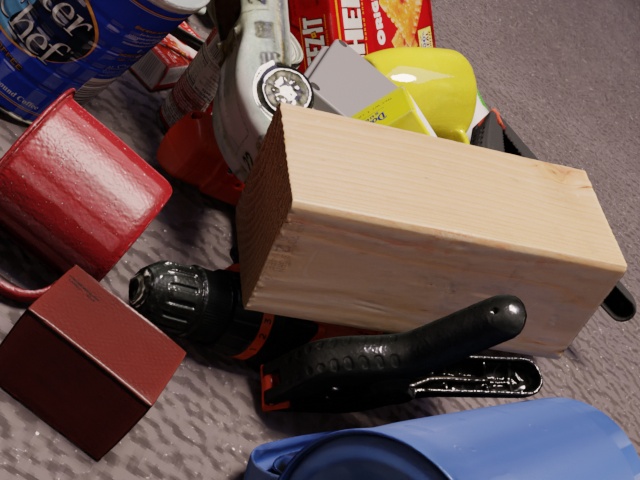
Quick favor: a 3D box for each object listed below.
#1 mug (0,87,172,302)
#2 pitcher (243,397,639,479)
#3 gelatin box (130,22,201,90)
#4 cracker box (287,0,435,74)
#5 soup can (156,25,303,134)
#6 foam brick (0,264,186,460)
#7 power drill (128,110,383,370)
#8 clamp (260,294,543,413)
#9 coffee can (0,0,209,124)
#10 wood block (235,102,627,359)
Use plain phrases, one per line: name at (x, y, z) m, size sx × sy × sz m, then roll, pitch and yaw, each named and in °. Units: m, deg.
mug at (-0.145, -0.016, 0.598) m, size 0.081 × 0.093 × 0.117 m, roll 41°, pitch 60°, yaw -10°
pitcher at (0.082, 0.151, 0.599) m, size 0.242 × 0.145 × 0.149 m, roll 0°, pitch 63°, yaw -54°
gelatin box at (-0.134, -0.163, 0.852) m, size 0.089 × 0.030 × 0.073 m, roll 47°, pitch 30°, yaw 11°
cracker box at (0.035, -0.224, 1.006) m, size 0.213 × 0.072 × 0.164 m, roll -22°, pitch 107°, yaw -59°
soup can at (-0.068, -0.116, 0.793) m, size 0.068 × 0.102 × 0.068 m, roll 29°, pitch 32°, yaw -20°
foam brick at (-0.119, 0.062, 0.547) m, size 0.078 × 0.051 × 0.053 m, roll 39°, pitch 29°, yaw -3°
power drill at (-0.055, 0.001, 0.700) m, size 0.184 × 0.057 × 0.188 m, roll 20°, pitch 38°, yaw -38°
clamp at (0.046, 0.070, 0.617) m, size 0.171 × 0.120 × 0.039 m, roll -8°, pitch 56°, yaw 3°
coffee can at (-0.153, -0.152, 0.682) m, size 0.102 × 0.141 × 0.103 m, roll 36°, pitch 36°, yaw -32°
wood block at (0.061, -0.002, 0.641) m, size 0.205 × 0.090 × 0.091 m, roll 10°, pitch 41°, yaw -18°
